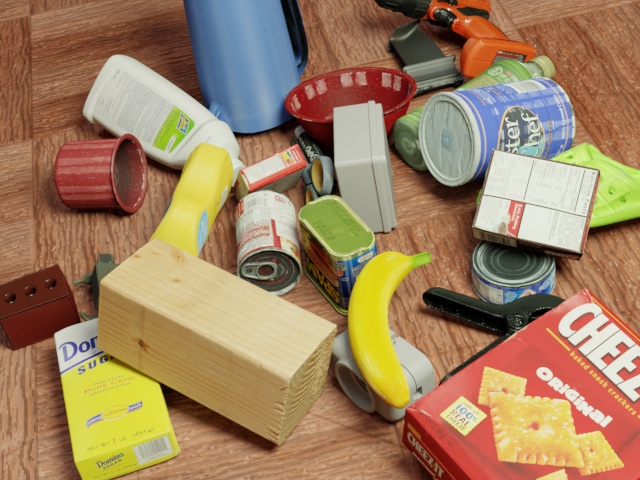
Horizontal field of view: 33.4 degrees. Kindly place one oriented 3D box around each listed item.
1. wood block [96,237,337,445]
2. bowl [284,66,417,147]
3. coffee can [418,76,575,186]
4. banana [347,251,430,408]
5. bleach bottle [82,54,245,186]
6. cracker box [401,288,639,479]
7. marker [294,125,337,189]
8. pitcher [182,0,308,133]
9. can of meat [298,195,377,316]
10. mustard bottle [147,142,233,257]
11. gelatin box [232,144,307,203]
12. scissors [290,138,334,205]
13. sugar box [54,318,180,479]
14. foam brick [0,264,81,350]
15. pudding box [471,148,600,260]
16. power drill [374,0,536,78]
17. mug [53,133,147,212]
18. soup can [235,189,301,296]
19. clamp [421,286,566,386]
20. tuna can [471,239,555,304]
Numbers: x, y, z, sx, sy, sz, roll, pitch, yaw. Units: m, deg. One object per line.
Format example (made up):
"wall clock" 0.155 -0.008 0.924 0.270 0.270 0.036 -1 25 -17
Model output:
"wood block" -0.100 0.091 1.002 0.206 0.091 0.090 25 38 18
"bowl" 0.040 -0.155 1.295 0.162 0.055 0.162 -8 30 4
"coffee can" 0.195 -0.122 1.181 0.140 0.103 0.103 -13 40 -28
"banana" 0.058 0.071 0.989 0.070 0.037 0.197 1 43 13
"bleach bottle" -0.185 -0.132 1.310 0.251 0.103 0.068 37 16 32
"cracker box" 0.202 0.158 0.906 0.213 0.072 0.164 -30 57 -21
"marker" -0.005 -0.099 1.282 0.020 0.020 0.121 -17 43 -8
"pitcher" -0.096 -0.269 1.319 0.145 0.243 0.149 -9 35 3
"can of meat" 0.021 0.014 1.106 0.057 0.084 0.102 -25 45 -17
"mustard bottle" -0.147 -0.013 1.158 0.058 0.096 0.191 19 47 -1
"gelatin box" -0.059 -0.072 1.215 0.073 0.089 0.030 -25 83 -14
"scissors" -0.011 -0.089 1.225 0.016 0.096 0.202 2 43 -15
"sugar box" -0.201 0.145 1.034 0.093 0.048 0.176 -17 44 -9
"foam brick" -0.300 0.070 1.130 0.078 0.051 0.053 -20 44 -12
"pudding box" 0.217 -0.037 1.074 0.113 0.039 0.090 14 79 15
"power drill" 0.174 -0.275 1.368 0.184 0.057 0.188 1 39 -31
"mug" -0.256 -0.081 1.268 0.082 0.093 0.117 -1 12 16
"soup can" -0.058 0.001 1.147 0.068 0.068 0.102 -9 42 1
"clamp" 0.183 0.096 1.021 0.171 0.039 0.120 0 55 7
"tuna can" 0.197 0.029 1.093 0.086 0.034 0.086 -5 42 5
